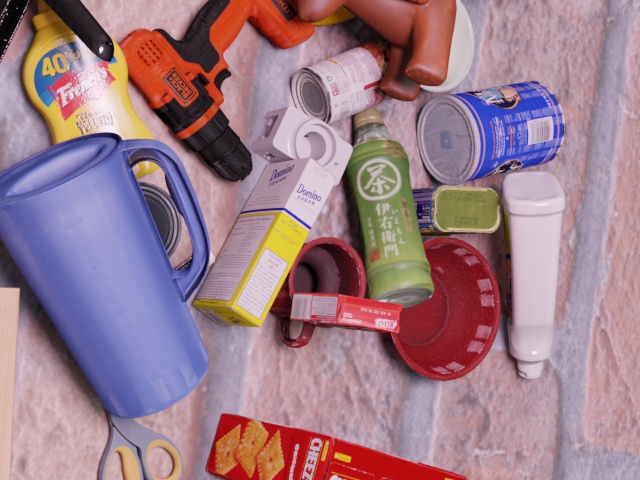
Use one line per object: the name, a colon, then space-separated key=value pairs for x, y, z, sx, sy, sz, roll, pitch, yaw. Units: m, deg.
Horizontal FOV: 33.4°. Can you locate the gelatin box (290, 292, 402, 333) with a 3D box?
gelatin box: x=0.024 y=0.071 z=1.035 sx=0.073 sy=0.089 sz=0.030 roll=12 pitch=82 yaw=-31

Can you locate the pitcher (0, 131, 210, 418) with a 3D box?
pitcher: x=-0.182 y=0.031 z=0.950 sx=0.144 sy=0.149 sz=0.243 roll=-43 pitch=121 yaw=-39

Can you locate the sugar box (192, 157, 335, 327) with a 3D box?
sugar box: x=-0.057 y=0.002 z=1.083 sx=0.048 sy=0.093 sz=0.176 roll=39 pitch=70 yaw=-26

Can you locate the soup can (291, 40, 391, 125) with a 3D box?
soup can: x=0.028 y=-0.169 z=1.155 sx=0.102 sy=0.069 sz=0.068 roll=-26 pitch=102 yaw=-29

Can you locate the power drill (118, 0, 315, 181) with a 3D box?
power drill: x=-0.091 y=-0.178 z=1.087 sx=0.184 sy=0.057 sz=0.187 roll=50 pitch=65 yaw=-21

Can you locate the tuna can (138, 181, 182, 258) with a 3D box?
tuna can: x=-0.181 y=-0.014 z=1.041 sx=0.086 sy=0.034 sz=0.086 roll=1 pitch=88 yaw=-32

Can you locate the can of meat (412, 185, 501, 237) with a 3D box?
can of meat: x=0.142 y=-0.033 z=1.212 sx=0.101 sy=0.084 sz=0.057 roll=1 pitch=88 yaw=-32

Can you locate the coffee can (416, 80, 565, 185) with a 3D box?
coffee can: x=0.198 y=-0.126 z=1.238 sx=0.140 sy=0.103 sz=0.103 roll=-14 pitch=96 yaw=-32

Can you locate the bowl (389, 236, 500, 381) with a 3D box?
bowl: x=0.128 y=0.077 z=1.217 sx=0.161 sy=0.055 sz=0.162 roll=1 pitch=88 yaw=-32

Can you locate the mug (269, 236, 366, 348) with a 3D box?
mug: x=-0.015 y=0.055 z=1.113 sx=0.093 sy=0.082 sz=0.117 roll=18 pitch=79 yaw=-30

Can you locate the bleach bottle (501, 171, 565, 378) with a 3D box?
bleach bottle: x=0.247 y=0.052 z=1.247 sx=0.068 sy=0.102 sz=0.251 roll=-2 pitch=114 yaw=5

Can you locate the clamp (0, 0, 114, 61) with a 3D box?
clamp: x=-0.251 y=-0.231 z=0.953 sx=0.036 sy=0.165 sz=0.210 roll=23 pitch=65 yaw=-63

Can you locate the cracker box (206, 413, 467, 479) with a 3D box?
cracker box: x=0.010 y=0.230 z=1.046 sx=0.164 sy=0.214 sz=0.072 roll=22 pitch=77 yaw=-30

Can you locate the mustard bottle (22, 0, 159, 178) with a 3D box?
mustard bottle: x=-0.224 y=-0.142 z=1.001 sx=0.096 sy=0.058 sz=0.191 roll=-20 pitch=99 yaw=-11

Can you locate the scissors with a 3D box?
scissors: x=-0.182 y=0.168 z=1.047 sx=0.096 sy=0.016 sz=0.202 roll=-1 pitch=89 yaw=-33
